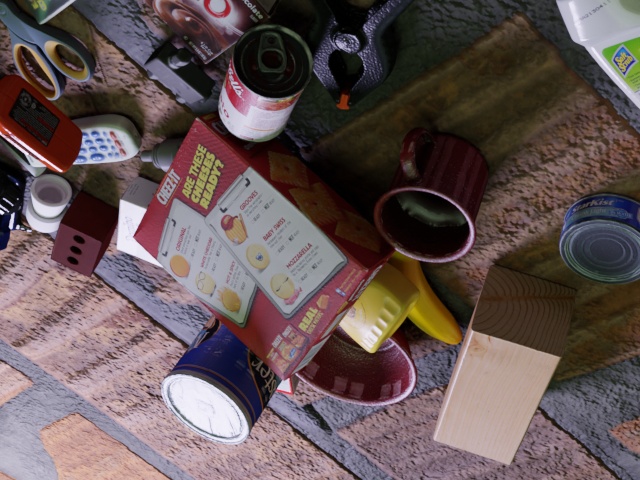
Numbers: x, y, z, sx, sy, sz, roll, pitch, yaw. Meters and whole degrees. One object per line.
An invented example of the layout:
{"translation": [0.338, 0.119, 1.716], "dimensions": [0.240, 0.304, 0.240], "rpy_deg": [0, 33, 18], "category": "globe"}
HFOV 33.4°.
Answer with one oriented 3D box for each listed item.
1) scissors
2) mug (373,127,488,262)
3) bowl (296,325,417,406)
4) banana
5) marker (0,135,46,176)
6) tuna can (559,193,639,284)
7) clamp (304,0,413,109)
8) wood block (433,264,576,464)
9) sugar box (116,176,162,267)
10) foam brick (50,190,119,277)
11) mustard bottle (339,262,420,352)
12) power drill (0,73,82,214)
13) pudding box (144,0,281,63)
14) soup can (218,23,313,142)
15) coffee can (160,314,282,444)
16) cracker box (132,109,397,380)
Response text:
{"translation": [-0.280, -0.216, 1.009], "dimensions": [0.096, 0.016, 0.201], "rpy_deg": [2, 135, 23], "category": "scissors"}
{"translation": [0.098, -0.049, 0.950], "dimensions": [0.093, 0.081, 0.117], "rpy_deg": [-5, 132, 31], "category": "mug"}
{"translation": [0.036, 0.114, 1.183], "dimensions": [0.162, 0.055, 0.162], "rpy_deg": [14, 139, 12], "category": "bowl"}
{"translation": [0.100, 0.039, 1.082], "dimensions": [0.070, 0.037, 0.198], "rpy_deg": [8, 138, 23], "category": "banana"}
{"translation": [-0.343, -0.117, 1.148], "dimensions": [0.020, 0.020, 0.121], "rpy_deg": [-18, 125, 40], "category": "marker"}
{"translation": [0.259, 0.000, 0.961], "dimensions": [0.086, 0.033, 0.086], "rpy_deg": [14, 140, 12], "category": "tuna can"}
{"translation": [0.035, -0.177, 0.876], "dimensions": [0.120, 0.039, 0.171], "rpy_deg": [14, 146, 19], "category": "clamp"}
{"translation": [0.186, 0.132, 1.101], "dimensions": [0.091, 0.090, 0.206], "rpy_deg": [17, 140, 8], "category": "wood block"}
{"translation": [-0.131, 0.002, 1.152], "dimensions": [0.176, 0.048, 0.093], "rpy_deg": [24, 141, 5], "category": "sugar box"}
{"translation": [-0.265, -0.006, 1.205], "dimensions": [0.053, 0.051, 0.078], "rpy_deg": [27, 140, -3], "category": "foam brick"}
{"translation": [0.006, 0.021, 1.070], "dimensions": [0.192, 0.058, 0.096], "rpy_deg": [42, 143, 11], "category": "mustard bottle"}
{"translation": [-0.330, -0.092, 1.074], "dimensions": [0.188, 0.057, 0.184], "rpy_deg": [-9, 143, 36], "category": "power drill"}
{"translation": [-0.102, -0.217, 0.900], "dimensions": [0.113, 0.039, 0.090], "rpy_deg": [44, 137, -21], "category": "pudding box"}
{"translation": [-0.049, -0.133, 0.922], "dimensions": [0.068, 0.068, 0.102], "rpy_deg": [28, 160, -4], "category": "soup can"}
{"translation": [-0.085, 0.125, 1.107], "dimensions": [0.103, 0.140, 0.103], "rpy_deg": [19, 139, 18], "category": "coffee can"}
{"translation": [-0.057, 0.001, 1.018], "dimensions": [0.214, 0.072, 0.164], "rpy_deg": [42, 125, 12], "category": "cracker box"}
